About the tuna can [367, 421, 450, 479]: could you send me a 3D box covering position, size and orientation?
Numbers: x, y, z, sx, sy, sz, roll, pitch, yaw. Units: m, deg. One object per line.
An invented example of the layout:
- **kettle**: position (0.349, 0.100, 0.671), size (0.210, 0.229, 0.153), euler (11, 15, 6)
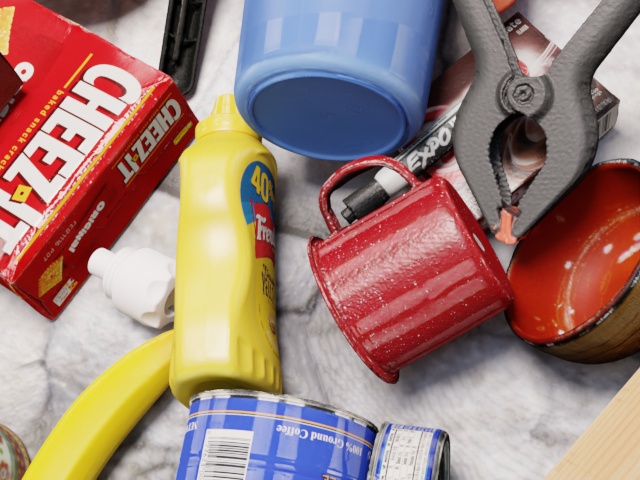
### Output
- **tuna can**: position (0.045, 0.137, 0.542), size (0.034, 0.086, 0.086), euler (5, 68, 12)

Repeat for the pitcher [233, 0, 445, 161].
- **pitcher**: position (0.014, -0.179, 0.630), size (0.149, 0.145, 0.243), euler (15, 64, -14)

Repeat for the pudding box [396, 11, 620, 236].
- **pudding box**: position (0.108, -0.070, 0.644), size (0.113, 0.039, 0.090), euler (-39, 65, -5)

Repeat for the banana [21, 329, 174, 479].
- **banana**: position (-0.137, 0.136, 0.605), size (0.070, 0.037, 0.197), euler (8, 62, 32)

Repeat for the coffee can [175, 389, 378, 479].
- **coffee can**: position (-0.030, 0.158, 0.540), size (0.103, 0.102, 0.140), euler (4, 67, 14)

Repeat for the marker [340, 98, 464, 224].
- **marker**: position (0.061, -0.051, 0.618), size (0.121, 0.020, 0.020), euler (-40, 64, 1)

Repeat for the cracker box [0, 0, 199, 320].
- **cracker box**: position (-0.214, -0.075, 0.701), size (0.214, 0.072, 0.164), euler (30, 76, 22)

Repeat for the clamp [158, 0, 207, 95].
- **clamp**: position (-0.076, -0.223, 0.708), size (0.036, 0.165, 0.210), euler (10, 56, -16)

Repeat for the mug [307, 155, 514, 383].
- **mug**: position (0.045, 0.008, 0.580), size (0.081, 0.093, 0.117), euler (-31, 87, 13)

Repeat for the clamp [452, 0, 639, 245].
- **clamp**: position (0.106, -0.087, 0.581), size (0.120, 0.039, 0.171), euler (21, 102, 28)

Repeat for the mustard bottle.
- **mustard bottle**: position (-0.054, 0.001, 0.618), size (0.058, 0.096, 0.191), euler (-7, 65, 10)
